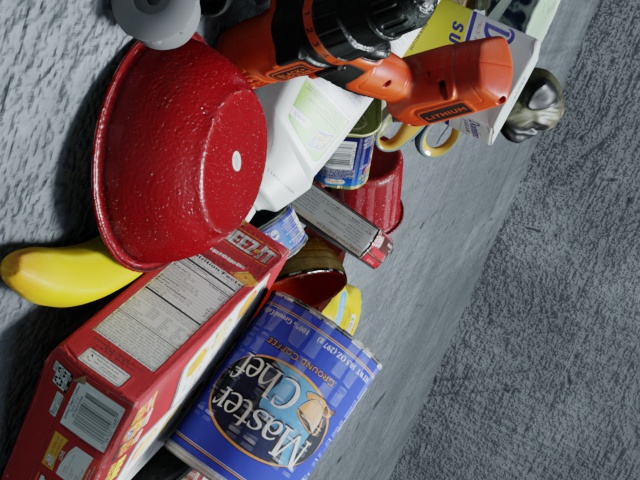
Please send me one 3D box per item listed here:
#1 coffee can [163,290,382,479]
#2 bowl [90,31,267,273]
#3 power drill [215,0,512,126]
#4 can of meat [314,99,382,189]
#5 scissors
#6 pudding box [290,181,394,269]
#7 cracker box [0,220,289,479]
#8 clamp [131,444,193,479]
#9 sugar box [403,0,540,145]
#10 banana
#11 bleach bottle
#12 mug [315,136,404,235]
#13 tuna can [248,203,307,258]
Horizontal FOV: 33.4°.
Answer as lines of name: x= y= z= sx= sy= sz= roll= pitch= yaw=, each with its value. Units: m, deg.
coffee can: x=-0.034 y=0.123 z=0.793 sx=0.140 sy=0.103 sz=0.103 roll=-55 pitch=164 yaw=-12
bowl: x=-0.077 y=-0.054 z=0.677 sx=0.162 sy=0.055 sz=0.162 roll=12 pitch=90 yaw=-70
power drill: x=0.049 y=-0.131 z=0.735 sx=0.187 sy=0.185 sz=0.057 roll=10 pitch=79 yaw=-43
can of meat: x=0.022 y=-0.109 z=0.962 sx=0.084 sy=0.057 sz=0.102 roll=99 pitch=-5 yaw=-56
scissors: x=0.133 y=-0.146 z=0.980 sx=0.202 sy=0.016 sz=0.096 roll=-41 pitch=132 yaw=21
pudding box: x=0.011 y=-0.021 z=1.005 sx=0.039 sy=0.113 sz=0.090 roll=-56 pitch=166 yaw=-1
cracker box: x=-0.124 y=0.091 z=0.764 sx=0.213 sy=0.072 sz=0.164 roll=-46 pitch=169 yaw=-53
clamp: x=-0.160 y=0.208 z=0.846 sx=0.172 sy=0.039 sz=0.120 roll=-43 pitch=174 yaw=18
sugar box: x=0.089 y=-0.162 z=0.912 sx=0.093 sy=0.176 sz=0.048 roll=-61 pitch=165 yaw=-13
banana: x=-0.138 y=0.002 z=0.683 sx=0.197 sy=0.037 sz=0.070 roll=-45 pitch=139 yaw=-55
bleach bottle: x=-0.009 y=-0.123 z=0.840 sx=0.102 sy=0.068 sz=0.251 roll=40 pitch=80 yaw=-35
mug: x=0.033 y=-0.055 z=1.107 sx=0.117 sy=0.093 sz=0.081 roll=-19 pitch=141 yaw=-17
tuna can: x=-0.056 y=0.001 z=0.869 sx=0.086 sy=0.086 sz=0.034 roll=-45 pitch=114 yaw=-52
